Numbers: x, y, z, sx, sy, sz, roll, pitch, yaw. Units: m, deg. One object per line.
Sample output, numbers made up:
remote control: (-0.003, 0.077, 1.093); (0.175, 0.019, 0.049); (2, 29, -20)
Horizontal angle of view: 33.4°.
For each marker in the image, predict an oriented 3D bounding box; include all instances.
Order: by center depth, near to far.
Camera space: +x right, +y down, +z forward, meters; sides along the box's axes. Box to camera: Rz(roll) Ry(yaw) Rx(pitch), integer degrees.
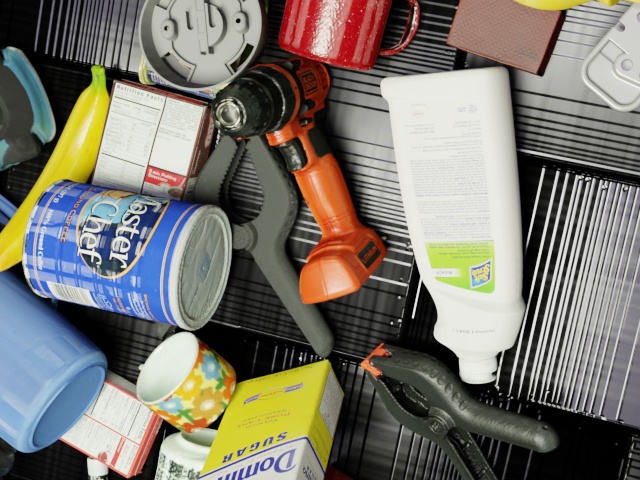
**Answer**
marker: (-0.205, 0.261, 0.997); (0.020, 0.020, 0.121); (-1, 96, 15)

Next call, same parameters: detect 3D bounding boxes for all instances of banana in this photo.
banana: (-0.232, -0.059, 0.936); (0.037, 0.069, 0.198); (23, 85, 20)

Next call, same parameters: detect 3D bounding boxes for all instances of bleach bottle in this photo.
bleach bottle: (0.111, -0.010, 0.860); (0.103, 0.068, 0.251); (0, 100, 29)

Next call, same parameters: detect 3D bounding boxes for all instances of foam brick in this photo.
foam brick: (0.146, -0.166, 0.840); (0.078, 0.051, 0.053); (22, 102, 12)

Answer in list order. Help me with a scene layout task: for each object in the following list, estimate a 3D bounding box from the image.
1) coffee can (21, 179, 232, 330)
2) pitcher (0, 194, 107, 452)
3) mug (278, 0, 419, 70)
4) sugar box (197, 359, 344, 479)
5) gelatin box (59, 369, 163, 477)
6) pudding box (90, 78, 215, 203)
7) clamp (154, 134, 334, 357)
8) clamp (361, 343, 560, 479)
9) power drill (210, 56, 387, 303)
coffee can: (-0.157, 0.010, 0.881); (0.140, 0.102, 0.103); (10, 98, 18)
pitcher: (-0.301, 0.065, 0.940); (0.243, 0.144, 0.149); (36, 111, 14)
mug: (0.024, -0.184, 0.860); (0.117, 0.093, 0.081); (8, 106, -22)
sugar box: (-0.041, 0.168, 0.860); (0.093, 0.176, 0.048); (-18, 109, 17)
gelatin box: (-0.192, 0.164, 0.978); (0.089, 0.030, 0.073); (26, 101, 12)
pudding box: (-0.147, -0.077, 0.937); (0.090, 0.039, 0.113); (18, 99, 13)
clamp: (-0.056, 0.001, 0.920); (0.165, 0.036, 0.210); (11, 102, 13)
clamp: (0.112, 0.140, 0.868); (0.171, 0.039, 0.120); (42, 133, 7)
power drill: (-0.014, -0.050, 0.837); (0.057, 0.184, 0.187); (-15, 101, 23)
